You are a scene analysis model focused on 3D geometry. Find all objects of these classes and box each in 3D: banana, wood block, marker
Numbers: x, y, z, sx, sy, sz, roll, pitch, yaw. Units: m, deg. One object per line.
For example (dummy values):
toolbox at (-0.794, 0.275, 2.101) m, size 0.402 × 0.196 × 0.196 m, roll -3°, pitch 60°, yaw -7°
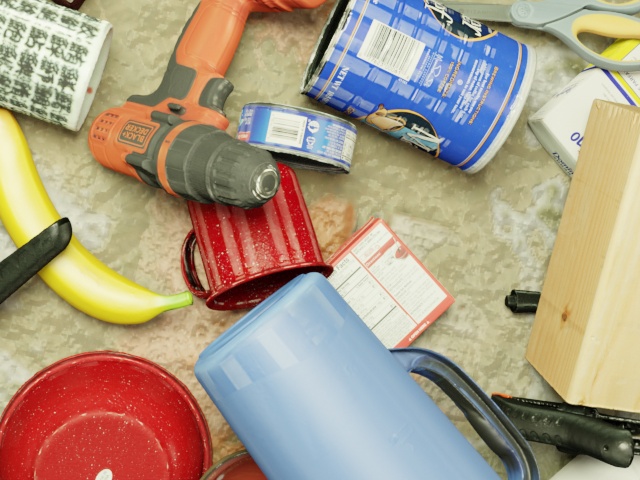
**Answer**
banana at (-0.182, -0.004, 0.761) m, size 0.069 × 0.037 × 0.198 m, roll -45°, pitch 95°, yaw -4°
wood block at (0.227, 0.011, 0.773) m, size 0.090 × 0.091 × 0.206 m, roll 9°, pitch 105°, yaw -13°
marker at (0.204, 0.048, 0.840) m, size 0.121 × 0.020 × 0.020 m, roll 1°, pitch 91°, yaw -10°

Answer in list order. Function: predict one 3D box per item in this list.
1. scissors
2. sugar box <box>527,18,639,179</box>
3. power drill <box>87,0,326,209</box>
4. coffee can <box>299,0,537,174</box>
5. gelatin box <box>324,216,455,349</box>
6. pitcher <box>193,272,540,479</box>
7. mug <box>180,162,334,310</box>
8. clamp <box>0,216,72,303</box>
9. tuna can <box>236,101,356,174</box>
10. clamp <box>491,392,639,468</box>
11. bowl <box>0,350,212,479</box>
scissors at (0.167, -0.186, 0.812) m, size 0.202 × 0.016 × 0.096 m, roll 21°, pitch 76°, yaw 9°
sugar box at (0.256, -0.116, 0.833) m, size 0.176 × 0.048 × 0.093 m, roll -41°, pitch 97°, yaw -3°
power drill at (-0.062, -0.114, 0.722) m, size 0.057 × 0.185 × 0.187 m, roll 40°, pitch 75°, yaw -45°
coffee can at (0.069, -0.123, 0.770) m, size 0.140 × 0.103 × 0.103 m, roll 24°, pitch 87°, yaw -9°
gelatin box at (0.045, 0.038, 0.807) m, size 0.073 × 0.030 × 0.089 m, roll -43°, pitch 97°, yaw -5°
pitcher at (0.036, 0.138, 0.711) m, size 0.145 × 0.149 × 0.243 m, roll -37°, pitch 92°, yaw 14°
mug at (-0.055, 0.001, 0.761) m, size 0.117 × 0.093 × 0.081 m, roll -27°, pitch 73°, yaw 34°
clamp at (-0.281, 0.049, 0.738) m, size 0.164 × 0.036 × 0.210 m, roll 25°, pitch 97°, yaw 6°
tuna can at (-0.018, -0.073, 0.765) m, size 0.086 × 0.086 × 0.034 m, roll 12°, pitch 88°, yaw -10°
clamp at (0.183, 0.136, 0.763) m, size 0.120 × 0.172 × 0.039 m, roll 17°, pitch 78°, yaw -47°
bowl at (-0.156, 0.162, 0.761) m, size 0.162 × 0.055 × 0.162 m, roll 0°, pitch 92°, yaw -10°
